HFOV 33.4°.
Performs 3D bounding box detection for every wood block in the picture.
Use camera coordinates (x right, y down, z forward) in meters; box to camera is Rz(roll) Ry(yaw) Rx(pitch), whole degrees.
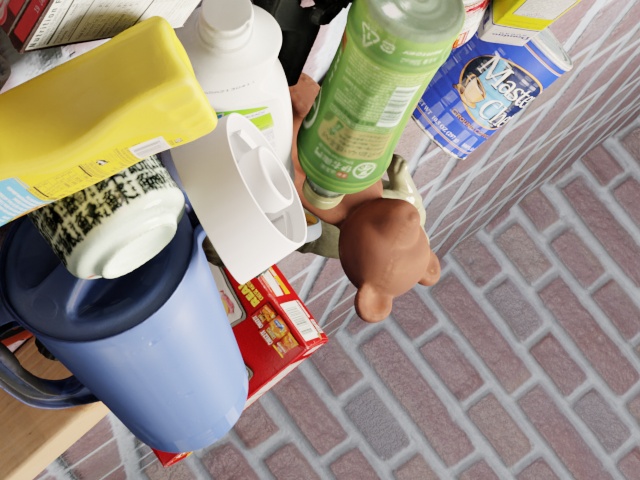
[{"bbox_3d":[-0.281,0.166,1.051,0.206,0.090,0.090,-41,169,19],"label":"wood block"}]

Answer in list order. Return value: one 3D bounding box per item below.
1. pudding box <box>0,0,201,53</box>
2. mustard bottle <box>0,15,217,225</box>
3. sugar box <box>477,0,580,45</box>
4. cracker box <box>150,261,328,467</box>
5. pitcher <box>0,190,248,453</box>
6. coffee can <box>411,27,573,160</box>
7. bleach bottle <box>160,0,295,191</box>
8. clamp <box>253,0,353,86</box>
[{"bbox_3d":[-0.089,-0.134,0.494,0.113,0.039,0.090,-22,164,-50],"label":"pudding box"},{"bbox_3d":[-0.148,-0.041,0.521,0.191,0.058,0.096,-26,177,-1],"label":"mustard bottle"},{"bbox_3d":[0.155,-0.205,0.781,0.048,0.093,0.176,8,179,-5],"label":"sugar box"},{"bbox_3d":[-0.121,0.104,1.107,0.214,0.164,0.072,-41,167,20],"label":"cracker box"},{"bbox_3d":[-0.138,0.070,0.783,0.243,0.149,0.145,74,30,-57],"label":"pitcher"},{"bbox_3d":[0.159,-0.162,1.045,0.140,0.103,0.102,-41,169,23],"label":"coffee can"},{"bbox_3d":[-0.058,-0.090,0.711,0.102,0.068,0.251,-19,164,-13],"label":"bleach bottle"},{"bbox_3d":[0.008,-0.165,0.690,0.120,0.039,0.171,-42,170,-4],"label":"clamp"}]
